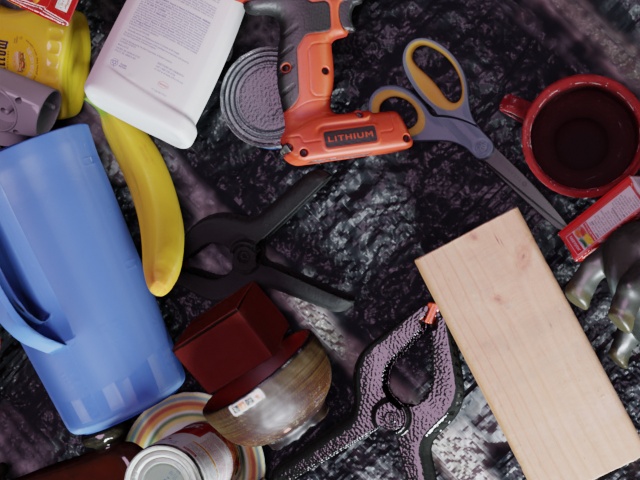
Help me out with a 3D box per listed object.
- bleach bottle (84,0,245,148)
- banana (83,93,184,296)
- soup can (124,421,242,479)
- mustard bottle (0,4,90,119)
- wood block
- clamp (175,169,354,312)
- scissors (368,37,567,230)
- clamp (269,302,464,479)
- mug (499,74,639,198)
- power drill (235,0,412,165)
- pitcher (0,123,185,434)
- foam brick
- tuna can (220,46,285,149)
[{"bbox_3d":[-0.099,-0.210,0.897,0.102,0.068,0.251,27,81,-2],"label":"bleach bottle"},{"bbox_3d":[-0.152,-0.038,0.912,0.037,0.069,0.198,-37,66,31],"label":"banana"},{"bbox_3d":[-0.111,0.190,0.869,0.068,0.102,0.068,0,90,13],"label":"soup can"},{"bbox_3d":[-0.304,-0.171,0.957,0.192,0.058,0.096,12,108,13],"label":"mustard bottle"},{"bbox_3d":[0.164,0.086,0.839,0.090,0.090,0.206,-28,84,10],"label":"wood block"},{"bbox_3d":[-0.056,0.001,0.913,0.171,0.039,0.120,-1,90,12],"label":"clamp"},{"bbox_3d":[0.114,-0.073,0.889,0.096,0.016,0.202,-30,83,12],"label":"scissors"},{"bbox_3d":[0.069,0.155,0.884,0.165,0.036,0.210,29,95,17],"label":"clamp"},{"bbox_3d":[0.194,-0.083,0.838,0.117,0.081,0.093,25,95,11],"label":"mug"},{"bbox_3d":[0.023,-0.161,0.862,0.184,0.057,0.187,-10,90,-4],"label":"power drill"},{"bbox_3d":[-0.213,0.036,0.886,0.149,0.145,0.243,-26,93,-25],"label":"pitcher"},{"bbox_3d":[-0.074,0.081,0.894,0.078,0.053,0.051,-33,103,27],"label":"foam brick"},{"bbox_3d":[-0.040,-0.120,0.913,0.086,0.033,0.086,0,90,12],"label":"tuna can"}]
